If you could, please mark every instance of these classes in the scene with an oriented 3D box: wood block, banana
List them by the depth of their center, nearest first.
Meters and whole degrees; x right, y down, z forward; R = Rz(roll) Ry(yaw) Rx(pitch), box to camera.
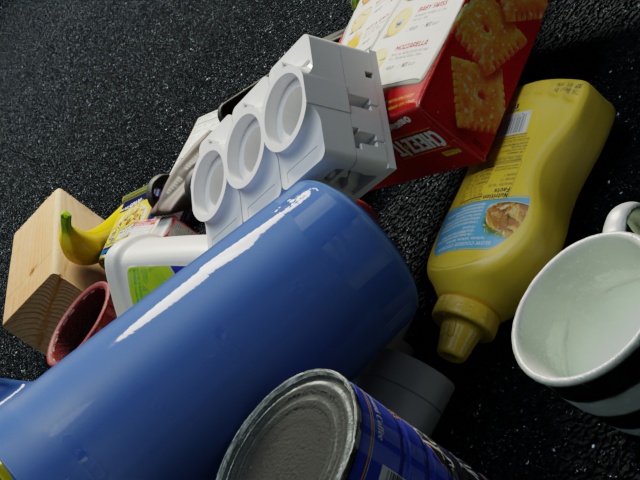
[{"bbox_3d":[-0.242,-0.010,1.197,0.070,0.037,0.197,-63,-9,16],"label":"banana"},{"bbox_3d":[-0.300,0.038,1.237,0.091,0.090,0.206,-44,28,14],"label":"wood block"}]

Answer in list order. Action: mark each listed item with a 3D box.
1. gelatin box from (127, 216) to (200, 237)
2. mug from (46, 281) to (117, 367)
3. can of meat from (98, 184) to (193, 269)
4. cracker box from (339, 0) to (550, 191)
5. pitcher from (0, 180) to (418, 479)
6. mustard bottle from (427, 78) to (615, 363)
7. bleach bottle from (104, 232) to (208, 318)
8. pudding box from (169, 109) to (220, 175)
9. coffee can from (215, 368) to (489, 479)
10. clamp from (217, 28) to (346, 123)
[{"bbox_3d":[-0.140,0.008,1.039,0.089,0.073,0.030,-5,54,56],"label":"gelatin box"},{"bbox_3d":[-0.202,0.109,1.007,0.093,0.081,0.117,-20,41,47],"label":"mug"},{"bbox_3d":[-0.187,-0.008,1.152,0.102,0.057,0.084,-19,45,49],"label":"can of meat"},{"bbox_3d":[0.081,-0.143,0.765,0.164,0.072,0.213,-12,46,56],"label":"cracker box"},{"bbox_3d":[-0.054,0.085,0.610,0.242,0.149,0.145,-41,35,-16],"label":"pitcher"},{"bbox_3d":[0.117,-0.010,0.677,0.096,0.058,0.191,-9,50,55],"label":"mustard bottle"},{"bbox_3d":[-0.049,0.035,0.811,0.251,0.102,0.067,-6,12,36],"label":"bleach bottle"},{"bbox_3d":[-0.119,-0.095,1.169,0.090,0.039,0.113,-16,43,51],"label":"pudding box"},{"bbox_3d":[0.030,0.143,0.539,0.103,0.140,0.103,-38,31,27],"label":"coffee can"},{"bbox_3d":[-0.019,-0.164,1.019,0.164,0.036,0.210,-27,12,7],"label":"clamp"}]
